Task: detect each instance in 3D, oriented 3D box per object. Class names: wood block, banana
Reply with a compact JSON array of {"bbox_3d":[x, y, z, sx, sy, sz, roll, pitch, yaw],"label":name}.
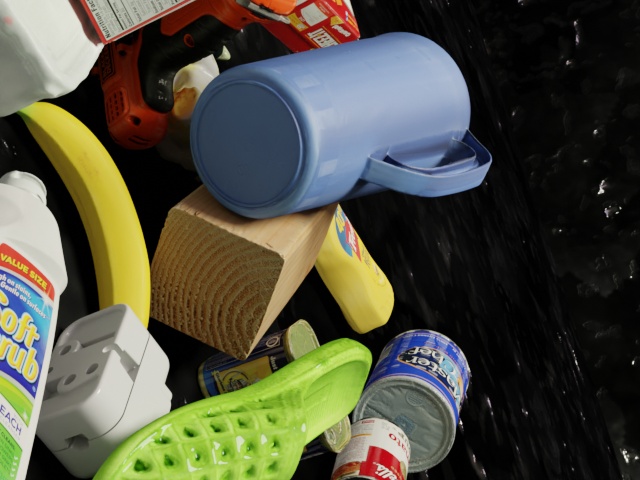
[{"bbox_3d":[-0.055,0.001,0.841,0.091,0.090,0.206,24,21,5],"label":"wood block"},{"bbox_3d":[-0.155,-0.013,0.724,0.069,0.037,0.198,-27,93,-41],"label":"banana"}]

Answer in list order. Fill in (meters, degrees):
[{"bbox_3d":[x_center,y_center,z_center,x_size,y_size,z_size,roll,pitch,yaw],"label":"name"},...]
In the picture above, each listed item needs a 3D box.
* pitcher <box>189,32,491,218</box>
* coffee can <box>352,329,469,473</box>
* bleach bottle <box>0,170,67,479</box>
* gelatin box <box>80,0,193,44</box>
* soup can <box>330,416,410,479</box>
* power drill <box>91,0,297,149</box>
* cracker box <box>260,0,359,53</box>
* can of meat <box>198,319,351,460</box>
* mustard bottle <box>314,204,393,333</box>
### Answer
[{"bbox_3d":[0.019,-0.085,0.823,0.242,0.149,0.145,-22,96,-57],"label":"pitcher"},{"bbox_3d":[0.097,0.164,1.114,0.103,0.103,0.140,66,19,-9],"label":"coffee can"},{"bbox_3d":[-0.182,0.044,0.544,0.102,0.068,0.251,55,21,-35],"label":"bleach bottle"},{"bbox_3d":[-0.121,-0.182,0.707,0.073,0.089,0.030,63,8,-12],"label":"gelatin box"},{"bbox_3d":[0.044,0.215,0.970,0.068,0.069,0.102,63,19,-15],"label":"soup can"},{"bbox_3d":[-0.106,-0.184,0.807,0.057,0.188,0.184,12,57,-44],"label":"power drill"},{"bbox_3d":[-0.047,-0.296,1.002,0.164,0.072,0.214,25,46,-65],"label":"cracker box"},{"bbox_3d":[-0.036,0.124,0.821,0.102,0.084,0.057,68,19,-2],"label":"can of meat"},{"bbox_3d":[0.011,0.001,1.120,0.191,0.058,0.096,58,17,-28],"label":"mustard bottle"}]
